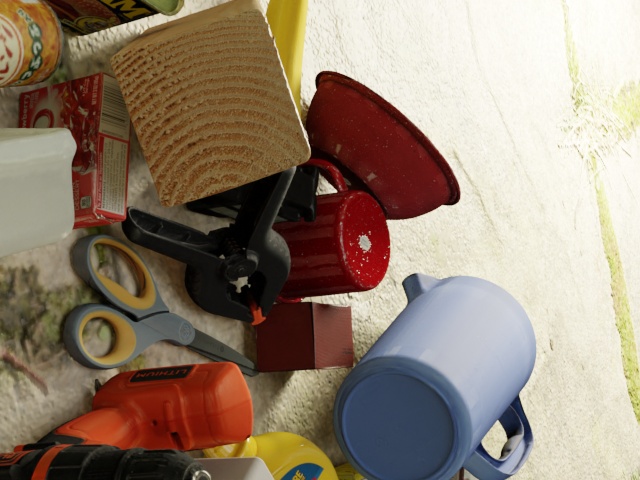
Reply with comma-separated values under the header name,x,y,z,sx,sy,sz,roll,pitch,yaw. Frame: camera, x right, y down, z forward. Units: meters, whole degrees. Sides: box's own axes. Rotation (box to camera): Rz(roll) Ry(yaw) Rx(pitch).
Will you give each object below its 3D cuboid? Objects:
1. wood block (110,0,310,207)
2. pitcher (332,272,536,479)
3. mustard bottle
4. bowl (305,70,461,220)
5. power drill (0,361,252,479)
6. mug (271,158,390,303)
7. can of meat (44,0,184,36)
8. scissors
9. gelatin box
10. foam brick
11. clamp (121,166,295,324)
name,x,y,z,sx,sy,sz,roll,pitch,yaw
wood block,-0.066,-0.097,0.679,0.206,0.090,0.091,-105,176,-75
pitcher,0.104,0.125,0.892,0.242,0.149,0.145,-28,128,-68
mustard bottle,-0.024,0.197,0.785,0.096,0.058,0.191,-46,118,-10
bowl,0.040,-0.067,0.900,0.055,0.162,0.162,-48,130,-10
power drill,-0.111,0.118,0.595,0.187,0.185,0.057,-19,100,-66
mug,0.002,-0.008,0.862,0.093,0.082,0.117,-10,93,-56
can of meat,-0.148,-0.172,0.665,0.102,0.084,0.057,24,64,-52
scissors,-0.109,0.076,0.739,0.201,0.016,0.096,52,46,-38
gelatin box,-0.151,-0.051,0.647,0.030,0.073,0.089,16,71,-53
foam brick,-0.012,0.077,0.841,0.078,0.051,0.053,14,73,-65
clamp,-0.055,0.001,0.748,0.171,0.120,0.039,61,6,-58
